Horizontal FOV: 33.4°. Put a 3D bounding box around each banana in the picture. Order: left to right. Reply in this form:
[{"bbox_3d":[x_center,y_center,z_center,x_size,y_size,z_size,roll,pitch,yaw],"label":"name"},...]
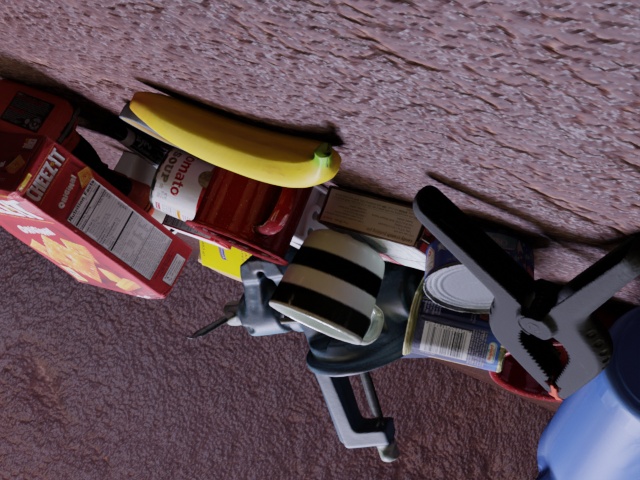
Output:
[{"bbox_3d":[-0.054,-0.074,0.786,0.198,0.037,0.069,16,154,35],"label":"banana"}]

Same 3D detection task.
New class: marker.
[{"bbox_3d":[-0.188,-0.099,1.091,0.020,0.020,0.121,20,173,22],"label":"marker"}]

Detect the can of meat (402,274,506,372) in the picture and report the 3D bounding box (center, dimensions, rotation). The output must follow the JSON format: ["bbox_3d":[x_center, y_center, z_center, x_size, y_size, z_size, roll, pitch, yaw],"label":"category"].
[{"bbox_3d":[0.121,0.070,0.912,0.084,0.057,0.102,13,-166,10],"label":"can of meat"}]

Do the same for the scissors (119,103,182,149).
[{"bbox_3d":[-0.083,-0.074,0.955,0.201,0.016,0.096,25,173,-24],"label":"scissors"}]

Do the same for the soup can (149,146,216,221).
[{"bbox_3d":[-0.108,-0.045,1.051,0.102,0.068,0.068,22,174,9],"label":"soup can"}]

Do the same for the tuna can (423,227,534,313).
[{"bbox_3d":[0.124,0.024,0.833,0.086,0.033,0.086,5,151,3],"label":"tuna can"}]

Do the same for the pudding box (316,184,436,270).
[{"bbox_3d":[0.066,-0.006,0.910,0.114,0.039,0.089,14,168,40],"label":"pudding box"}]

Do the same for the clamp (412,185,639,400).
[{"bbox_3d":[0.150,0.043,0.762,0.165,0.036,0.210,22,151,28],"label":"clamp"}]

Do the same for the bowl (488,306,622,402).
[{"bbox_3d":[0.239,0.102,0.999,0.162,0.055,0.162,6,153,3],"label":"bowl"}]

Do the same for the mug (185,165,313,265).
[{"bbox_3d":[-0.050,-0.033,0.877,0.093,0.081,0.117,25,174,-21],"label":"mug"}]

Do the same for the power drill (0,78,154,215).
[{"bbox_3d":[-0.280,-0.094,1.132,0.185,0.057,0.187,19,163,25],"label":"power drill"}]

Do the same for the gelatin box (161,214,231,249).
[{"bbox_3d":[-0.117,-0.036,1.122,0.089,0.073,0.030,17,171,42],"label":"gelatin box"}]

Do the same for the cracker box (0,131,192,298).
[{"bbox_3d":[-0.260,-0.024,1.081,0.164,0.072,0.213,9,156,43],"label":"cracker box"}]
